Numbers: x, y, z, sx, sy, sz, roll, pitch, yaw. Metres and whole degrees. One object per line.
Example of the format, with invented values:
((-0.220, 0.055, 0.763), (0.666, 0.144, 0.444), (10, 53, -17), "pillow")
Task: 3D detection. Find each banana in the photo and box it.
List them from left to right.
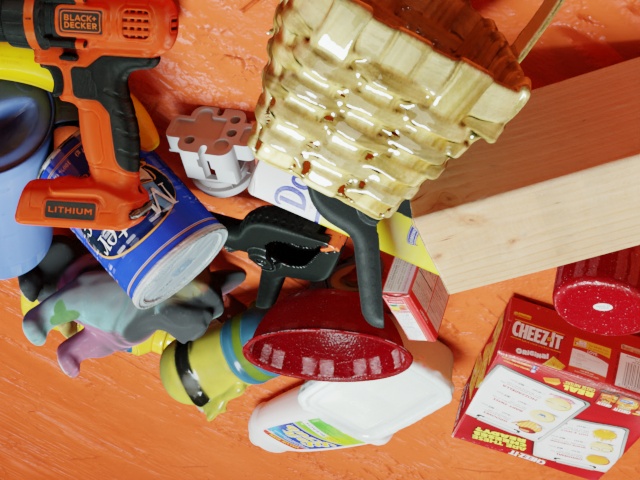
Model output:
((-0.225, -0.130, 0.891), (0.197, 0.069, 0.037), (15, 165, -7), "banana")

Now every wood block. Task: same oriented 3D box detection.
((0.168, -0.046, 0.720), (0.206, 0.091, 0.090), (-16, 138, 14), "wood block")

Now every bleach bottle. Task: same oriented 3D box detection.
((-0.013, 0.225, 1.321), (0.102, 0.068, 0.251), (33, 148, -17), "bleach bottle")

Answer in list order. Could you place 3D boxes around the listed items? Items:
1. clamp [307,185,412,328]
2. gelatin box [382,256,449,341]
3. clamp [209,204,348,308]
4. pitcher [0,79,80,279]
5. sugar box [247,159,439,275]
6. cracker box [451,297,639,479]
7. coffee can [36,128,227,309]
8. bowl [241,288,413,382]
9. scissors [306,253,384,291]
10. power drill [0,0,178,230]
((0.039, -0.018, 0.820), (0.171, 0.120, 0.039), (44, -178, -7), "clamp")
((0.089, 0.033, 0.947), (0.030, 0.089, 0.073), (1, 143, 29), "gelatin box")
((-0.056, 0.001, 0.975), (0.164, 0.036, 0.210), (37, 152, -23), "clamp")
((-0.299, -0.059, 0.996), (0.149, 0.144, 0.243), (32, 152, 6), "pitcher")
((0.039, -0.048, 0.857), (0.176, 0.048, 0.093), (21, 114, -8), "sugar box")
((0.236, 0.154, 1.068), (0.164, 0.072, 0.214), (17, 149, 4), "cracker box")
((-0.164, -0.025, 0.932), (0.140, 0.102, 0.103), (47, 149, 10), "coffee can")
((0.008, 0.087, 1.012), (0.162, 0.055, 0.162), (3, 157, 1), "bowl")
((-0.015, 0.041, 1.085), (0.096, 0.016, 0.202), (36, 145, -22), "scissors")
((-0.202, -0.105, 0.832), (0.184, 0.057, 0.188), (5, 107, 10), "power drill")
